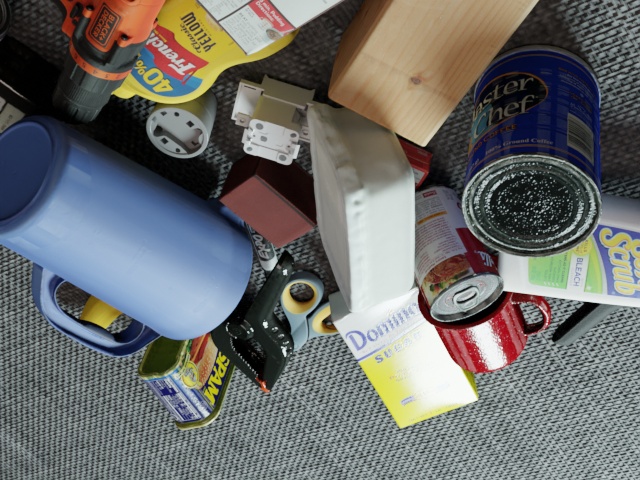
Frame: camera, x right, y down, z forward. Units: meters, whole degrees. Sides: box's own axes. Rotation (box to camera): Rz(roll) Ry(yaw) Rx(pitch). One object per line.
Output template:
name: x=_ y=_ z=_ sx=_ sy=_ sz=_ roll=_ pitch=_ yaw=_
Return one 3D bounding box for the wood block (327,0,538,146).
wood block: x=0.095 y=-0.181 z=0.781 sx=0.090 sy=0.090 sz=0.206 roll=26 pitch=134 yaw=-12

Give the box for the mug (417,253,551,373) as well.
mug: x=0.159 y=0.070 z=1.007 sx=0.117 sy=0.093 sz=0.081 roll=-7 pitch=136 yaw=24

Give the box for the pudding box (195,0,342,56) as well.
pudding box: x=-0.035 y=-0.190 z=0.738 sx=0.114 sy=0.039 sz=0.090 roll=-26 pitch=124 yaw=29

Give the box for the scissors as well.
scissors: x=-0.037 y=0.092 z=1.129 sx=0.096 sy=0.016 sz=0.202 roll=41 pitch=129 yaw=-21

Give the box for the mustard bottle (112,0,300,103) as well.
mustard bottle: x=-0.115 y=-0.165 z=0.870 sx=0.192 sy=0.058 sz=0.096 roll=-24 pitch=116 yaw=32

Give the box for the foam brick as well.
foam brick: x=-0.043 y=-0.042 z=0.975 sx=0.078 sy=0.053 sz=0.051 roll=40 pitch=129 yaw=-22

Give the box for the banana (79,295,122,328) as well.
banana: x=-0.200 y=0.065 z=1.103 sx=0.037 sy=0.069 sz=0.198 roll=14 pitch=166 yaw=-38

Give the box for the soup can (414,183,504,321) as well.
soup can: x=0.108 y=0.010 z=0.930 sx=0.068 sy=0.102 sz=0.068 roll=-16 pitch=148 yaw=-11

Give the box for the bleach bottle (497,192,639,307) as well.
bleach bottle: x=0.281 y=0.007 z=0.908 sx=0.251 sy=0.068 sz=0.102 roll=6 pitch=113 yaw=13

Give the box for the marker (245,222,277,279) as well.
marker: x=-0.057 y=0.001 z=1.043 sx=0.020 sy=0.020 sz=0.121 roll=-2 pitch=132 yaw=16

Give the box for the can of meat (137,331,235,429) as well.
can of meat: x=-0.142 y=0.134 z=1.137 sx=0.058 sy=0.102 sz=0.084 roll=-14 pitch=126 yaw=26

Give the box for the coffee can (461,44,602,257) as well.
coffee can: x=0.166 y=-0.071 z=0.832 sx=0.103 sy=0.140 sz=0.103 roll=7 pitch=135 yaw=7

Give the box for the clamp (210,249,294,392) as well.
clamp: x=-0.089 y=0.076 z=1.099 sx=0.165 sy=0.036 sz=0.210 roll=12 pitch=137 yaw=22

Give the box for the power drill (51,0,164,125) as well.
power drill: x=-0.214 y=-0.200 z=0.827 sx=0.187 sy=0.057 sz=0.185 roll=40 pitch=129 yaw=-1

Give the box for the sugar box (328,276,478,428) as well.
sugar box: x=0.086 y=0.110 z=1.082 sx=0.093 sy=0.048 sz=0.176 roll=-23 pitch=128 yaw=12

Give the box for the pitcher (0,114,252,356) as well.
pitcher: x=-0.184 y=-0.001 z=0.927 sx=0.145 sy=0.149 sz=0.242 roll=-15 pitch=151 yaw=29
